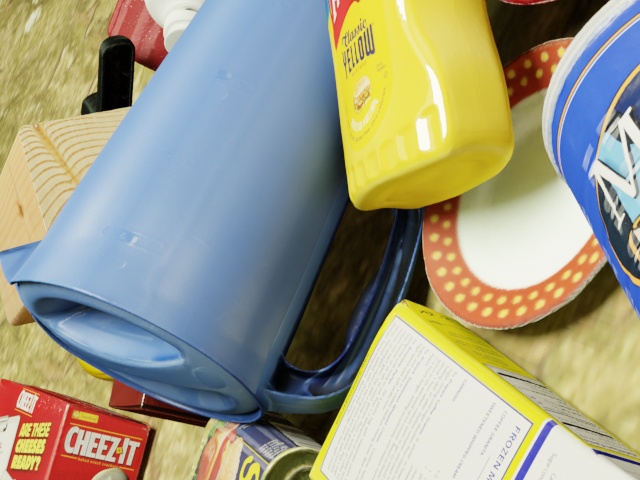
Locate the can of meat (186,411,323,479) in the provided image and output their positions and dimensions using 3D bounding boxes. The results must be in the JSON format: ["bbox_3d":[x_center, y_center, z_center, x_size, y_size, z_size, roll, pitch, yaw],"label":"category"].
[{"bbox_3d":[-0.031,0.140,0.530,0.084,0.057,0.102,20,90,63],"label":"can of meat"}]

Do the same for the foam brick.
[{"bbox_3d":[-0.073,0.078,0.612,0.053,0.078,0.051,-11,65,56],"label":"foam brick"}]

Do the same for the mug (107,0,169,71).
[{"bbox_3d":[-0.103,-0.170,0.809,0.117,0.093,0.082,40,116,25],"label":"mug"}]

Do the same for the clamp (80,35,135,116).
[{"bbox_3d":[-0.161,-0.062,0.849,0.210,0.036,0.164,174,84,-70],"label":"clamp"}]

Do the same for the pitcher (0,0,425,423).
[{"bbox_3d":[-0.031,-0.036,0.539,0.145,0.149,0.242,-6,52,52],"label":"pitcher"}]

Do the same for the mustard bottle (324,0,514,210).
[{"bbox_3d":[0.034,-0.115,0.473,0.096,0.058,0.191,147,118,-66],"label":"mustard bottle"}]

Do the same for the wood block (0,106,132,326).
[{"bbox_3d":[-0.171,-0.010,0.744,0.206,0.090,0.091,-32,73,63],"label":"wood block"}]

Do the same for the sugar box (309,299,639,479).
[{"bbox_3d":[0.067,0.100,0.406,0.176,0.048,0.093,38,106,55],"label":"sugar box"}]

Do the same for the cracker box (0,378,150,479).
[{"bbox_3d":[-0.204,0.216,0.753,0.164,0.072,0.213,0,72,58],"label":"cracker box"}]
